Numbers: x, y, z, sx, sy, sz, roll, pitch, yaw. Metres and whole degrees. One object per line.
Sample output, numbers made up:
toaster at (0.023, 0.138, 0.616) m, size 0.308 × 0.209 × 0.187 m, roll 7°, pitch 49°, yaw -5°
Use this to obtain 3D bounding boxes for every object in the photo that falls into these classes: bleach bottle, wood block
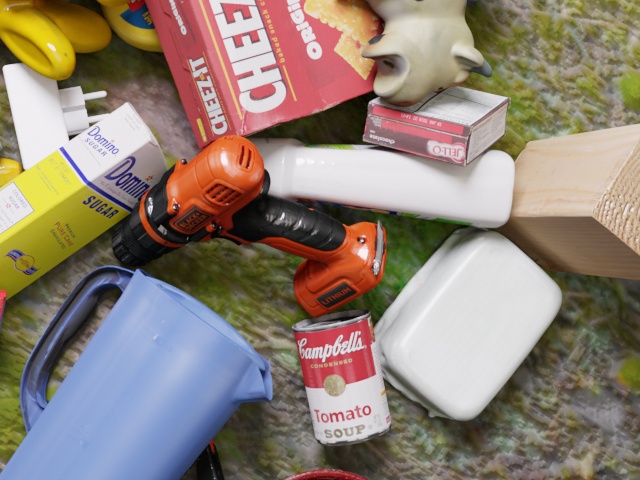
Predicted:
bleach bottle at (0.029, -0.054, 0.901) m, size 0.250 × 0.102 × 0.068 m, roll 5°, pitch 94°, yaw -7°
wood block at (0.228, -0.030, 0.884) m, size 0.090 × 0.206 × 0.090 m, roll 36°, pitch 83°, yaw -12°

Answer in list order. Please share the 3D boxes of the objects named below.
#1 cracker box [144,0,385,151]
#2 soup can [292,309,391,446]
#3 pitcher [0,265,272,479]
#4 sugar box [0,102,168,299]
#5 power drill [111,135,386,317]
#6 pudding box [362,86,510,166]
cracker box at (-0.023, -0.183, 0.856) m, size 0.213 × 0.072 × 0.164 m, roll -24°, pitch 97°, yaw -35°
soup can at (0.019, 0.116, 0.907) m, size 0.068 × 0.068 × 0.102 m, roll -12°, pitch 94°, yaw -13°
pitcher at (-0.167, 0.146, 0.842) m, size 0.145 × 0.149 × 0.243 m, roll 39°, pitch 85°, yaw -26°
sugar box at (-0.203, -0.026, 0.836) m, size 0.176 × 0.093 × 0.048 m, roll -34°, pitch 72°, yaw -9°
power drill at (-0.056, 0.001, 0.858) m, size 0.187 × 0.185 × 0.057 m, roll 24°, pitch 55°, yaw -29°
pudding box at (0.098, -0.100, 0.884) m, size 0.090 × 0.113 × 0.039 m, roll 18°, pitch 117°, yaw 21°
